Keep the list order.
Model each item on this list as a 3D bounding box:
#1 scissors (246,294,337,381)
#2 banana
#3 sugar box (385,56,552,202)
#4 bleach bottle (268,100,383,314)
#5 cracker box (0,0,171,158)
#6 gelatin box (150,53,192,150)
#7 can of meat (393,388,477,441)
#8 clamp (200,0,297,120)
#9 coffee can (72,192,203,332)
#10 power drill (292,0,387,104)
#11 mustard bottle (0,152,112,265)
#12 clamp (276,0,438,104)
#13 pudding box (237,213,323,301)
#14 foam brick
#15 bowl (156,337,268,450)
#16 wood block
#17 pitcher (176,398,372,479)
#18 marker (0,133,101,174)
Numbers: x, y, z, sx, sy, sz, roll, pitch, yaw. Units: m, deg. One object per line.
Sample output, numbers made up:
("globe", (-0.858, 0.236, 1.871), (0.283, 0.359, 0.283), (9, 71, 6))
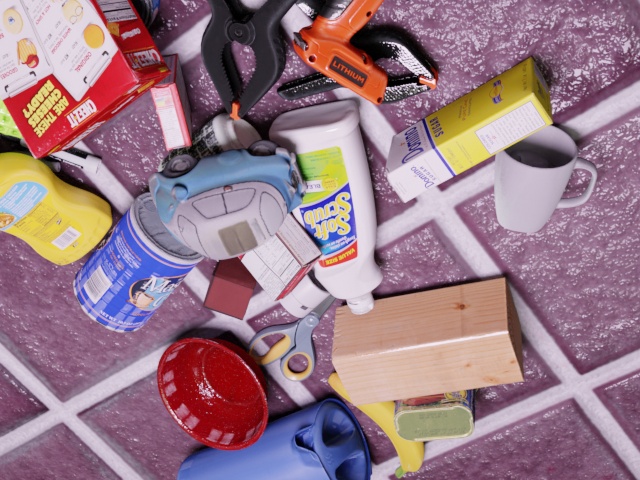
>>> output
("scissors", (-0.004, 0.113, 1.323), (0.202, 0.016, 0.096), (-32, 114, 25))
("banana", (0.084, 0.238, 1.376), (0.070, 0.037, 0.197), (-22, 116, 21))
("sugar box", (0.151, -0.114, 1.102), (0.176, 0.093, 0.048), (-27, 114, 23))
("bleach bottle", (0.024, -0.027, 1.194), (0.103, 0.068, 0.251), (-8, 120, 19))
("cracker box", (-0.270, -0.216, 1.074), (0.164, 0.072, 0.214), (-29, 92, 32))
("gelatin box", (-0.159, -0.148, 1.136), (0.030, 0.089, 0.073), (-11, 121, 0))
("can of meat", (0.141, 0.199, 1.313), (0.102, 0.084, 0.057), (-7, 121, 14))
("clamp", (-0.068, -0.221, 1.088), (0.165, 0.036, 0.210), (11, 122, 19))
("coffee can", (-0.211, 0.027, 1.250), (0.102, 0.102, 0.140), (36, 121, -14))
("power drill", (0.075, -0.229, 1.030), (0.184, 0.057, 0.188), (27, 105, -22))
("mustard bottle", (-0.336, -0.047, 1.211), (0.096, 0.058, 0.191), (-36, 134, 20))
("clamp", (0.038, -0.195, 1.104), (0.171, 0.039, 0.120), (6, 127, 8))
("pudding box", (-0.058, 0.002, 1.205), (0.113, 0.039, 0.090), (50, 141, 8))
("foam brick", (-0.102, 0.046, 1.260), (0.051, 0.078, 0.053), (18, 126, -3))
("bowl", (-0.125, 0.183, 1.350), (0.162, 0.055, 0.162), (13, 119, 24))
("wood block", (0.126, 0.120, 1.253), (0.206, 0.090, 0.090), (-11, 131, 17))
("pitcher", (-0.059, 0.306, 1.401), (0.243, 0.144, 0.149), (-22, 104, 26))
("marker", (-0.313, -0.106, 1.232), (0.121, 0.020, 0.020), (21, 124, -4))
